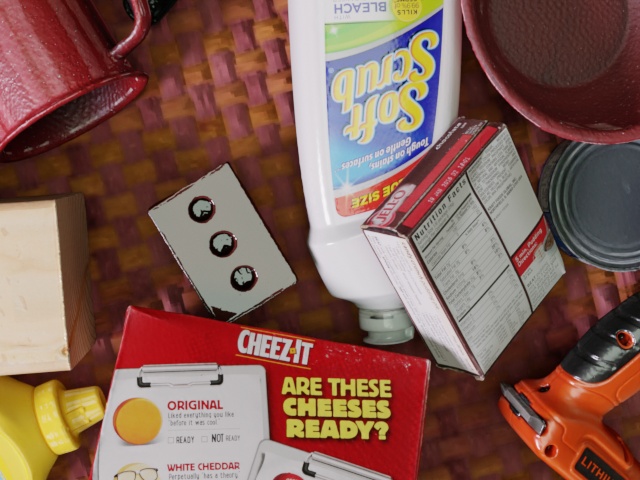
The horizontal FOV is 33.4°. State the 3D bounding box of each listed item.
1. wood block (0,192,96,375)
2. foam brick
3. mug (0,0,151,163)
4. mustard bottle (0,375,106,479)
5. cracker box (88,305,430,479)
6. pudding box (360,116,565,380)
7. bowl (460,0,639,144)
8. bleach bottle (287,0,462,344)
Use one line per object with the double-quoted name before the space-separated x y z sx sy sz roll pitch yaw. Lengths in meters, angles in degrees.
"wood block" -0.233 0.027 0.571 0.206 0.091 0.090 -4 94 -3
"foam brick" -0.054 0.001 0.597 0.053 0.051 0.078 -32 94 -1
"mug" -0.142 -0.105 0.564 0.117 0.093 0.081 -30 90 22
"mustard bottle" -0.211 0.122 0.591 0.191 0.058 0.096 -20 116 -2
"cracker box" -0.039 0.156 0.543 0.164 0.072 0.213 11 66 -4
"pudding box" 0.080 0.005 0.572 0.090 0.039 0.113 -47 125 -23
"bowl" 0.144 -0.132 0.589 0.162 0.055 0.162 0 91 -13
"bleach bottle" 0.037 -0.068 0.593 0.102 0.068 0.251 -5 97 -6
